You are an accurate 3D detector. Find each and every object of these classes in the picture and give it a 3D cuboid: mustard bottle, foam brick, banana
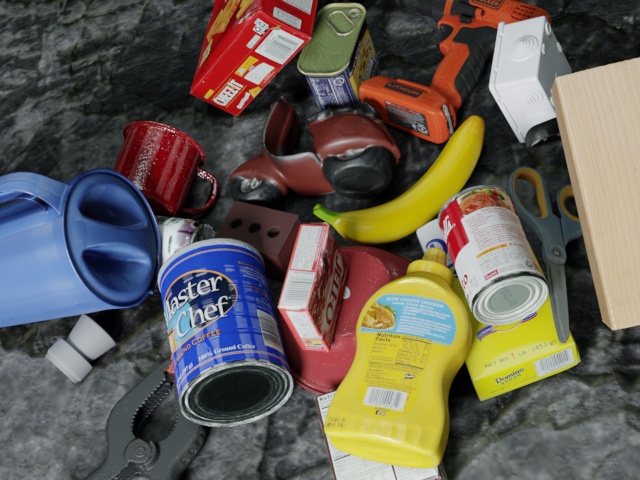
[{"bbox_3d":[0.074,0.089,0.888,0.096,0.058,0.191,6,58,22],"label":"mustard bottle"},{"bbox_3d":[-0.057,0.001,1.054,0.078,0.051,0.053,13,61,27],"label":"foam brick"},{"bbox_3d":[0.091,-0.048,1.029,0.197,0.069,0.037,-31,21,-17],"label":"banana"}]

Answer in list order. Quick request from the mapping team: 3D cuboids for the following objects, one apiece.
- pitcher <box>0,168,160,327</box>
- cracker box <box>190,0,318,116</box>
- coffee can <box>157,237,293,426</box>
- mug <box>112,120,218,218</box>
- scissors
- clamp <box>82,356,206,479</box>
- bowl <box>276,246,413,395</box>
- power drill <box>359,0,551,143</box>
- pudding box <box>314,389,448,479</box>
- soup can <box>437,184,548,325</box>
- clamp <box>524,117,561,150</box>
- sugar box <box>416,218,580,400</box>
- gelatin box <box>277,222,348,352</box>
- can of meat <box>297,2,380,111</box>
[{"bbox_3d":[-0.292,0.014,1.046,0.243,0.144,0.149,-14,95,30],"label":"pitcher"},{"bbox_3d":[-0.065,-0.271,1.187,0.164,0.072,0.213,-38,36,49],"label":"cracker box"},{"bbox_3d":[-0.088,0.083,0.974,0.103,0.102,0.140,-21,51,5],"label":"coffee can"},{"bbox_3d":[-0.166,-0.062,1.127,0.117,0.093,0.081,21,65,-10],"label":"mug"},{"bbox_3d":[0.221,0.009,0.940,0.096,0.016,0.202,0,48,-16],"label":"scissors"},{"bbox_3d":[-0.149,0.203,0.952,0.165,0.036,0.209,14,58,17],"label":"clamp"},{"bbox_3d":[0.026,0.061,0.979,0.162,0.055,0.162,-10,53,13],"label":"bowl"},{"bbox_3d":[0.123,-0.201,1.130,0.185,0.057,0.187,25,67,32],"label":"power drill"},{"bbox_3d":[0.051,0.171,0.902,0.090,0.039,0.113,-20,50,6],"label":"pudding box"},{"bbox_3d":[0.146,0.013,0.903,0.068,0.068,0.102,-20,50,6],"label":"soup can"},{"bbox_3d":[0.241,-0.107,0.991,0.039,0.120,0.171,-31,33,38],"label":"clamp"},{"bbox_3d":[0.154,0.046,0.949,0.093,0.048,0.176,-21,52,5],"label":"sugar box"},{"bbox_3d":[-0.004,0.040,0.921,0.030,0.073,0.089,2,56,20],"label":"gelatin box"},{"bbox_3d":[0.023,-0.188,1.140,0.058,0.084,0.102,4,58,23],"label":"can of meat"}]
